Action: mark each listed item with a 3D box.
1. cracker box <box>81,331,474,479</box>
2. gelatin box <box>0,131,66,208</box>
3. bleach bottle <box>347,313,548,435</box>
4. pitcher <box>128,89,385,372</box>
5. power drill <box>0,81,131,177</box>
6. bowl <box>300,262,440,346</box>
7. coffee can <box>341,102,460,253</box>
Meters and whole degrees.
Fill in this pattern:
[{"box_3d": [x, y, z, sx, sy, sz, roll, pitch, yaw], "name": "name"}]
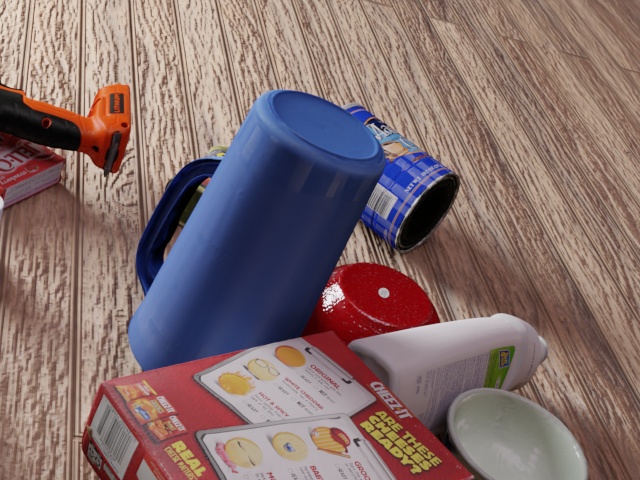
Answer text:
[{"box_3d": [-0.028, 0.152, 0.719, 0.213, 0.072, 0.164, -7, 42, -44], "name": "cracker box"}, {"box_3d": [-0.294, -0.071, 0.995, 0.073, 0.030, 0.089, 32, 34, 14], "name": "gelatin box"}, {"box_3d": [0.116, 0.119, 0.927, 0.250, 0.103, 0.068, -5, 27, -46], "name": "bleach bottle"}, {"box_3d": [-0.055, 0.001, 0.839, 0.149, 0.243, 0.145, 23, 29, -12], "name": "pitcher"}, {"box_3d": [-0.278, -0.134, 1.020, 0.187, 0.057, 0.184, 10, 36, -19], "name": "power drill"}, {"box_3d": [0.051, 0.069, 0.982, 0.162, 0.055, 0.162, 16, 33, -11], "name": "bowl"}, {"box_3d": [0.063, -0.068, 1.144, 0.140, 0.103, 0.102, 39, 36, 23], "name": "coffee can"}]
